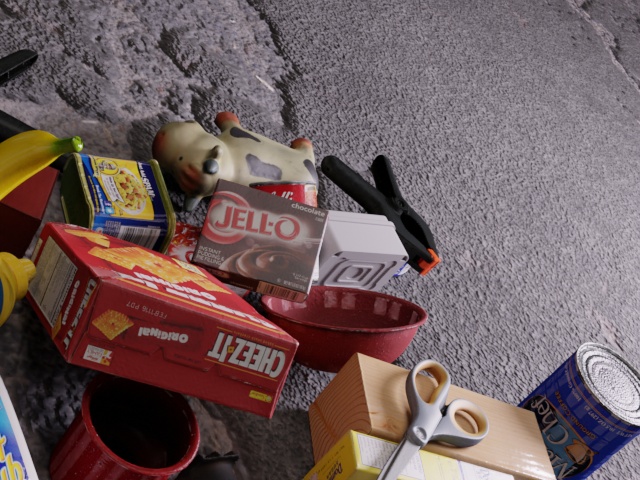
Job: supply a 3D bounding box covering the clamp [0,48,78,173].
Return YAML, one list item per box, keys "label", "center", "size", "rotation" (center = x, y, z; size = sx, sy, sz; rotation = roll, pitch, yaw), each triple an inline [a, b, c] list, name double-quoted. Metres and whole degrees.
- label: "clamp"
  center: [-0.336, -0.138, 1.011]
  size: [0.209, 0.036, 0.165]
  rotation: [8, 44, -38]

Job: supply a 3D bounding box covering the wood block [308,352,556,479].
- label: "wood block"
  center: [0.102, 0.190, 0.982]
  size: [0.205, 0.090, 0.091]
  rotation: [21, 36, -24]

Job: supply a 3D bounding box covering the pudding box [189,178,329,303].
- label: "pudding box"
  center: [-0.057, 0.001, 0.998]
  size: [0.113, 0.039, 0.090]
  rotation: [17, 65, -5]

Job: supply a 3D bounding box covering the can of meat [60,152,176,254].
- label: "can of meat"
  center: [-0.192, -0.033, 1.000]
  size: [0.083, 0.058, 0.102]
  rotation: [6, 44, -33]

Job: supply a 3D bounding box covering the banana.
- label: "banana"
  center: [-0.279, -0.028, 0.848]
  size: [0.037, 0.197, 0.070]
  rotation: [51, -12, -28]

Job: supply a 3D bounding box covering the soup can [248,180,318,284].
- label: "soup can"
  center: [-0.037, -0.007, 1.068]
  size: [0.068, 0.069, 0.102]
  rotation: [0, 89, -44]

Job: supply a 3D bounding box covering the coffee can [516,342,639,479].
- label: "coffee can"
  center: [0.256, 0.187, 1.087]
  size: [0.102, 0.140, 0.103]
  rotation: [25, 35, -19]

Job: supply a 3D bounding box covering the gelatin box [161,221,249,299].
- label: "gelatin box"
  center: [-0.115, 0.020, 1.035]
  size: [0.089, 0.030, 0.073]
  rotation: [11, 42, -35]

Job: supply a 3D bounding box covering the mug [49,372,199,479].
- label: "mug"
  center: [-0.150, 0.147, 0.798]
  size: [0.093, 0.082, 0.117]
  rotation: [22, 36, -23]

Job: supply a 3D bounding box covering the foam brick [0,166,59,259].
- label: "foam brick"
  center: [-0.267, -0.032, 0.932]
  size: [0.051, 0.053, 0.078]
  rotation: [26, 35, -18]

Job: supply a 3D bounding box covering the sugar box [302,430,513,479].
- label: "sugar box"
  center: [0.076, 0.223, 0.913]
  size: [0.176, 0.093, 0.048]
  rotation: [21, 37, -24]

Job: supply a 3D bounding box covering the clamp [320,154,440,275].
- label: "clamp"
  center: [0.071, -0.036, 1.211]
  size: [0.120, 0.039, 0.171]
  rotation: [-2, 50, -43]

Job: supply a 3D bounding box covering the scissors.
- label: "scissors"
  center: [0.096, 0.172, 0.895]
  size: [0.096, 0.016, 0.201]
  rotation: [35, 31, -7]

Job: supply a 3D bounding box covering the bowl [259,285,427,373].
- label: "bowl"
  center: [0.020, 0.088, 1.020]
  size: [0.162, 0.055, 0.162]
  rotation: [5, 10, -1]

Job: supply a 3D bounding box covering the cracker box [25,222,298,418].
- label: "cracker box"
  center: [-0.134, 0.056, 0.845]
  size: [0.164, 0.072, 0.214]
  rotation: [20, 3, -27]
